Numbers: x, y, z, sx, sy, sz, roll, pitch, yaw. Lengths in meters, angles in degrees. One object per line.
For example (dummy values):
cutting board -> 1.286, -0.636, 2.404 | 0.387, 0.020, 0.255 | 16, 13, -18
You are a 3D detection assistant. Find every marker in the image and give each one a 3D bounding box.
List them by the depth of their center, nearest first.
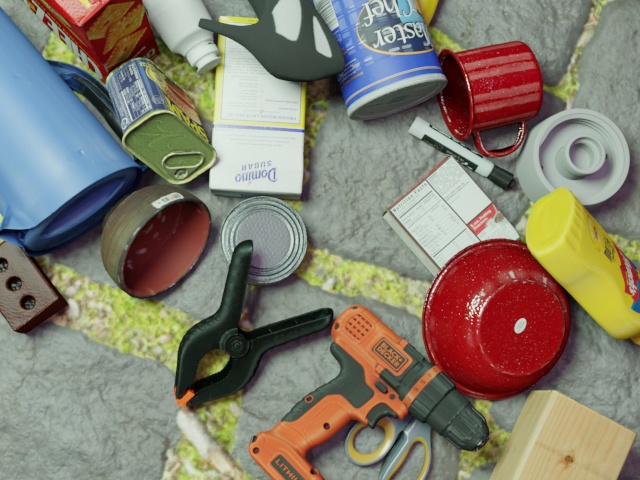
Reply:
marker -> 0.146, -0.088, 1.089 | 0.121, 0.020, 0.020 | 31, 80, 0

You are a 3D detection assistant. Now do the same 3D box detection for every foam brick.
foam brick -> -0.288, 0.043, 1.018 | 0.053, 0.051, 0.078 | -37, 87, -8

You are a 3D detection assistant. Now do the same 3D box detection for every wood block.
wood block -> 0.206, 0.255, 1.010 | 0.091, 0.090, 0.206 | 28, 81, 0

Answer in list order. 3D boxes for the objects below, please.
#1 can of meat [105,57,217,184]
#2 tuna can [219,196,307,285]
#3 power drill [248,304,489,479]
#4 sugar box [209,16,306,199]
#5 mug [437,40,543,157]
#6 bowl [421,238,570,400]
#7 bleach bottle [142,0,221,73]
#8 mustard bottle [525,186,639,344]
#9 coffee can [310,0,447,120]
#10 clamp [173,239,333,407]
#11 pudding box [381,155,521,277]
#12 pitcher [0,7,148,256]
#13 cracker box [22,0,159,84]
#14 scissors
can of meat -> -0.153, -0.115, 1.016 | 0.057, 0.102, 0.084 | -33, 54, 12
tuna can -> -0.057, 0.001, 1.052 | 0.086, 0.034, 0.086 | 1, 82, -5
power drill -> 0.040, 0.179, 1.007 | 0.184, 0.057, 0.187 | 41, 77, 19
sugar box -> -0.060, -0.131, 1.066 | 0.093, 0.048, 0.176 | 4, 84, -3
mug -> 0.172, -0.141, 1.066 | 0.081, 0.093, 0.117 | -13, 90, -12
bowl -> 0.182, 0.080, 1.028 | 0.162, 0.055, 0.162 | -1, 95, -16
bleach bottle -> -0.171, -0.275, 1.048 | 0.068, 0.102, 0.251 | -32, 86, 7
mustard bottle -> 0.279, 0.041, 1.041 | 0.058, 0.096, 0.191 | -33, 114, 30
coffee can -> 0.055, -0.202, 1.056 | 0.102, 0.103, 0.140 | -18, 83, -7
clamp -> -0.071, 0.096, 1.025 | 0.120, 0.039, 0.171 | 33, 99, -11
pudding box -> 0.131, -0.014, 1.068 | 0.090, 0.039, 0.113 | -40, 85, -9
pitcher -> -0.282, -0.119, 1.013 | 0.145, 0.149, 0.243 | -39, 83, 6
cracker box -> -0.236, -0.239, 0.981 | 0.072, 0.214, 0.164 | -43, 87, -8
scissors -> 0.093, 0.156, 1.052 | 0.096, 0.016, 0.201 | 24, 80, -1
